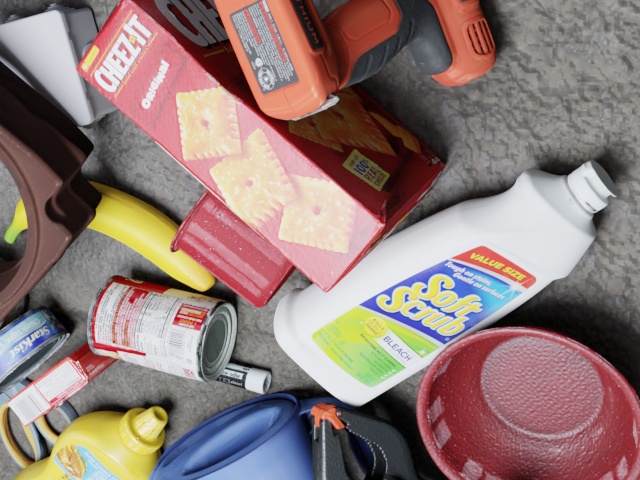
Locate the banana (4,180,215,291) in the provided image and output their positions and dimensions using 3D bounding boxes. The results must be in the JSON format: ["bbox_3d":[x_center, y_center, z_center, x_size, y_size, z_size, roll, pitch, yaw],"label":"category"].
[{"bbox_3d":[-0.174,-0.012,0.873,0.198,0.037,0.070,14,127,19],"label":"banana"}]

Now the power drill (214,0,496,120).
[{"bbox_3d":[0.021,-0.165,0.655,0.057,0.187,0.184,-15,102,51],"label":"power drill"}]

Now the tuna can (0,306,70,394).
[{"bbox_3d":[-0.259,0.095,0.916,0.034,0.086,0.086,49,118,3],"label":"tuna can"}]

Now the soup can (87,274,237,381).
[{"bbox_3d":[-0.127,0.071,0.861,0.102,0.068,0.068,11,112,19],"label":"soup can"}]

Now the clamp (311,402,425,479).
[{"bbox_3d":[0.056,0.188,0.804,0.039,0.120,0.171,-2,116,62],"label":"clamp"}]

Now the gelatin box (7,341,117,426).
[{"bbox_3d":[-0.212,0.115,0.909,0.089,0.073,0.030,-35,93,28],"label":"gelatin box"}]

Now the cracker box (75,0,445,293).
[{"bbox_3d":[-0.029,-0.081,0.713,0.214,0.164,0.072,43,117,4],"label":"cracker box"}]

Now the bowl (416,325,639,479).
[{"bbox_3d":[0.152,0.119,0.759,0.162,0.055,0.162,10,120,18],"label":"bowl"}]

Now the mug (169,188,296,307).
[{"bbox_3d":[-0.055,0.001,0.803,0.081,0.093,0.117,37,149,2],"label":"mug"}]

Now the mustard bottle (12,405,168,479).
[{"bbox_3d":[-0.196,0.204,0.940,0.096,0.058,0.192,42,119,-7],"label":"mustard bottle"}]

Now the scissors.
[{"bbox_3d":[-0.275,0.117,0.969,0.096,0.016,0.202,-6,105,23],"label":"scissors"}]

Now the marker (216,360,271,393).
[{"bbox_3d":[-0.099,0.104,0.888,0.121,0.020,0.020,12,112,19],"label":"marker"}]

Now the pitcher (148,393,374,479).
[{"bbox_3d":[-0.016,0.249,0.849,0.149,0.144,0.243,-17,105,45],"label":"pitcher"}]

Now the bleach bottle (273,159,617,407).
[{"bbox_3d":[0.089,0.020,0.749,0.251,0.068,0.102,-36,111,27],"label":"bleach bottle"}]
